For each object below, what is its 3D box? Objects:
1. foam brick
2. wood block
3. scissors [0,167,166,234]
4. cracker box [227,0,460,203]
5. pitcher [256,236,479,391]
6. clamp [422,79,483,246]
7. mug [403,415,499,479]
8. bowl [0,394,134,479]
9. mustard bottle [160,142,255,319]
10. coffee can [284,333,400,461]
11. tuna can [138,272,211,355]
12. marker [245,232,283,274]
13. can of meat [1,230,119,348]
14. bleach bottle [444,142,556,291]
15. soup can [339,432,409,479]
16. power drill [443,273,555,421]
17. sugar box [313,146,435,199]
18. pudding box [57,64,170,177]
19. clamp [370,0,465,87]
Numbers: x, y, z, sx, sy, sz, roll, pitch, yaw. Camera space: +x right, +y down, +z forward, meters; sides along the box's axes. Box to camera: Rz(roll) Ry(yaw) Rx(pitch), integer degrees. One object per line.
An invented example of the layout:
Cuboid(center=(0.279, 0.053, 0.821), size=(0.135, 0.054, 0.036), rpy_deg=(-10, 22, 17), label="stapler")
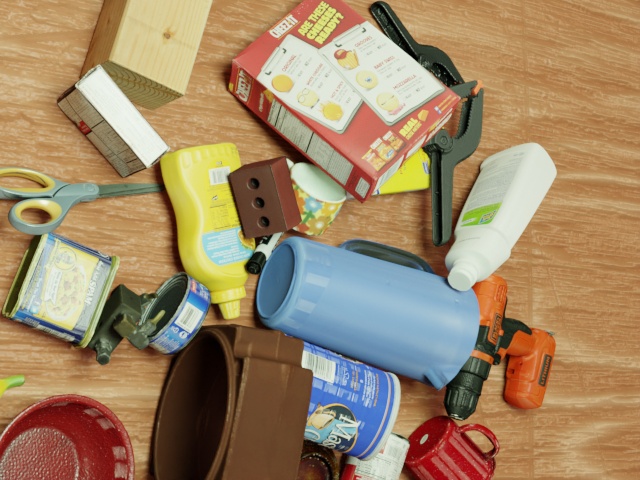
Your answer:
Cuboid(center=(-0.060, -0.047, 1.174), size=(0.051, 0.053, 0.078), rpy_deg=(-45, 122, -66), label="foam brick")
Cuboid(center=(-0.174, -0.259, 1.147), size=(0.090, 0.090, 0.206), rpy_deg=(23, 74, -29), label="wood block")
Cuboid(center=(-0.244, -0.037, 1.102), size=(0.201, 0.016, 0.096), rpy_deg=(7, 43, -30), label="scissors")
Cuboid(center=(0.026, -0.168, 1.226), size=(0.214, 0.072, 0.164), rpy_deg=(40, 62, 9), label="cracker box")
Cuboid(center=(0.052, 0.071, 1.244), size=(0.242, 0.149, 0.145), rpy_deg=(19, 91, -26), label="pitcher")
Cuboid(center=(0.132, -0.120, 1.298), size=(0.164, 0.036, 0.210), rpy_deg=(35, 71, -21), label="clamp")
Cuboid(center=(0.161, 0.262, 1.295), size=(0.081, 0.117, 0.093), rpy_deg=(47, 26, -14), label="mug")
Cuboid(center=(-0.266, 0.231, 1.056), size=(0.161, 0.055, 0.162), rpy_deg=(2, 87, -42), label="bowl")
Cuboid(center=(-0.116, -0.008, 1.176), size=(0.096, 0.058, 0.191), rpy_deg=(-14, 94, -52), label="mustard bottle")
Cuboid(center=(0.003, 0.173, 1.176), size=(0.140, 0.103, 0.103), rpy_deg=(22, 74, -16), label="coffee can")
Cuboid(center=(-0.155, 0.078, 1.130), size=(0.033, 0.086, 0.086), rpy_deg=(37, 68, -25), label="tuna can")
Cuboid(center=(-0.058, 0.002, 1.201), size=(0.020, 0.020, 0.121), rpy_deg=(53, 31, -17), label="marker")
Cuboid(center=(-0.264, 0.048, 1.083), size=(0.083, 0.058, 0.102), rpy_deg=(25, 72, -25), label="can of meat")
Cuboid(center=(0.208, -0.023, 1.312), size=(0.068, 0.103, 0.250), rpy_deg=(53, 44, -16), label="bleach bottle")
Cuboid(center=(0.060, 0.274, 1.254), size=(0.068, 0.069, 0.102), rpy_deg=(28, 71, -27), label="soup can")
Cuboid(center=(0.224, 0.152, 1.337), size=(0.187, 0.057, 0.184), rpy_deg=(34, 69, -49), label="power drill")
Cuboid(center=(0.075, -0.102, 1.312), size=(0.175, 0.048, 0.093), rpy_deg=(-10, 90, -33), label="sugar box")
Cuboid(center=(-0.215, -0.121, 1.107), size=(0.113, 0.090, 0.039), rpy_deg=(49, 68, -15), label="pudding box")
Cuboid(center=(0.115, -0.212, 1.350), size=(0.171, 0.039, 0.120), rpy_deg=(30, 72, -26), label="clamp")
